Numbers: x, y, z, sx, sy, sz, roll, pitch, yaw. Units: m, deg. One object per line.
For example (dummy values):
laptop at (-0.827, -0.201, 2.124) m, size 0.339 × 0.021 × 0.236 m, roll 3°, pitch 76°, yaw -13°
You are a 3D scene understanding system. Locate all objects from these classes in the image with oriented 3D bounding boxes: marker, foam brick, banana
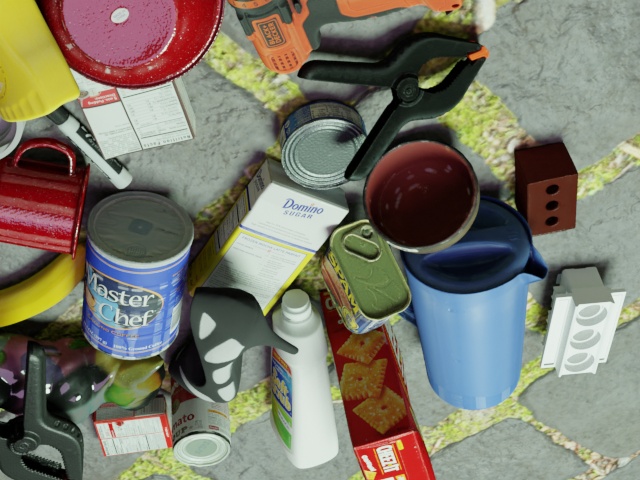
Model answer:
marker at (-0.219, -0.092, 0.996) m, size 0.020 × 0.020 × 0.121 m, roll -26°, pitch 132°, yaw 16°
foam brick at (0.228, -0.051, 1.083) m, size 0.053 × 0.051 × 0.078 m, roll -11°, pitch 134°, yaw 1°
banana at (-0.320, 0.055, 1.111) m, size 0.198 × 0.037 × 0.069 m, roll -15°, pitch 135°, yaw 6°

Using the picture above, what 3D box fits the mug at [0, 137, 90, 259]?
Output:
mug at (-0.260, -0.043, 0.992) m, size 0.081 × 0.093 × 0.117 m, roll 10°, pitch 125°, yaw -11°

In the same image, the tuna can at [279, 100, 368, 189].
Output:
tuna can at (0.004, -0.092, 1.021) m, size 0.086 × 0.034 × 0.086 m, roll -4°, pitch 134°, yaw -5°

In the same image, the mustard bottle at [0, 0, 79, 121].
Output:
mustard bottle at (-0.262, -0.189, 0.837) m, size 0.058 × 0.096 × 0.191 m, roll -35°, pitch 114°, yaw -29°

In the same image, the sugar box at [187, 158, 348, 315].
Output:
sugar box at (-0.057, 0.001, 1.095) m, size 0.093 × 0.048 × 0.176 m, roll 20°, pitch 125°, yaw -27°

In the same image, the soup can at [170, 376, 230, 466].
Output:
soup can at (-0.139, 0.202, 1.237) m, size 0.068 × 0.102 × 0.068 m, roll -4°, pitch 135°, yaw -5°

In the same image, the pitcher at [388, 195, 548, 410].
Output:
pitcher at (0.151, 0.073, 1.153) m, size 0.145 × 0.149 × 0.243 m, roll -22°, pitch 139°, yaw -9°

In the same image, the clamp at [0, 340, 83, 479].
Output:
clamp at (-0.319, 0.201, 1.103) m, size 0.164 × 0.036 × 0.210 m, roll -21°, pitch 131°, yaw 2°

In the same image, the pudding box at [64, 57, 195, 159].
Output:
pudding box at (-0.169, -0.132, 0.953) m, size 0.090 × 0.039 × 0.113 m, roll -13°, pitch 136°, yaw 3°

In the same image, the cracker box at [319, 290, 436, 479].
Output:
cracker box at (0.065, 0.174, 1.164) m, size 0.072 × 0.214 × 0.164 m, roll -16°, pitch 135°, yaw 4°

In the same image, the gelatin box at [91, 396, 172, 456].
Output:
gelatin box at (-0.227, 0.226, 1.298) m, size 0.089 × 0.030 × 0.073 m, roll -6°, pitch 136°, yaw -3°

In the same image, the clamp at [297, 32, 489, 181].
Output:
clamp at (0.066, -0.144, 0.963) m, size 0.171 × 0.039 × 0.120 m, roll -36°, pitch 119°, yaw 0°

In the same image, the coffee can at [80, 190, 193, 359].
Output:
coffee can at (-0.185, 0.036, 1.067) m, size 0.102 × 0.103 × 0.140 m, roll 3°, pitch 134°, yaw -12°

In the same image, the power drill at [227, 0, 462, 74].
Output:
power drill at (0.013, -0.220, 0.859) m, size 0.188 × 0.057 × 0.184 m, roll -13°, pitch 151°, yaw 9°

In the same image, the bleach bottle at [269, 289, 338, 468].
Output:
bleach bottle at (-0.024, 0.146, 1.202) m, size 0.068 × 0.103 × 0.251 m, roll -18°, pitch 135°, yaw -14°

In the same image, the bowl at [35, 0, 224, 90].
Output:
bowl at (-0.158, -0.190, 0.855) m, size 0.162 × 0.055 × 0.162 m, roll -1°, pitch 117°, yaw -2°

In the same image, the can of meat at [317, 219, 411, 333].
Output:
can of meat at (0.042, 0.040, 1.093) m, size 0.057 × 0.102 × 0.084 m, roll -22°, pitch 169°, yaw -17°
